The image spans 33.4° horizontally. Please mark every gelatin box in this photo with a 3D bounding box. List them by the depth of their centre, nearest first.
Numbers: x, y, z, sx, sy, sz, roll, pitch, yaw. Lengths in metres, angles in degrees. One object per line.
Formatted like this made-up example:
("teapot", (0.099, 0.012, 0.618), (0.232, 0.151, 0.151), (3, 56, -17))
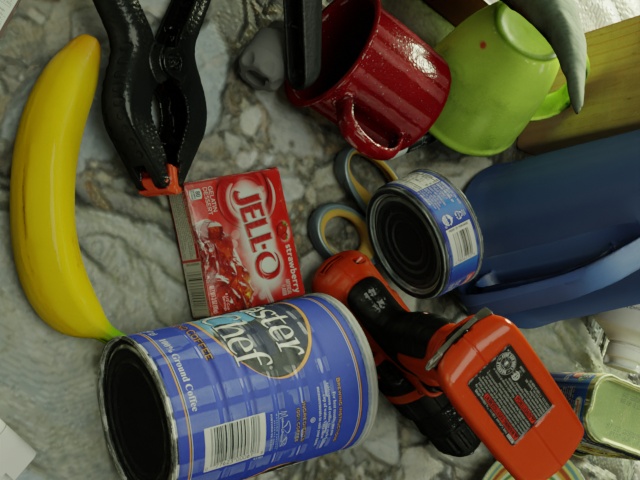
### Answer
("gelatin box", (-0.055, 0.001, 0.701), (0.073, 0.030, 0.089), (-12, 93, -33))

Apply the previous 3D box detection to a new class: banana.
("banana", (-0.155, -0.027, 0.639), (0.069, 0.037, 0.198), (-5, 91, -57))

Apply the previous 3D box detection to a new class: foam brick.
("foam brick", (0.124, -0.207, 0.822), (0.053, 0.051, 0.078), (31, 70, -27))

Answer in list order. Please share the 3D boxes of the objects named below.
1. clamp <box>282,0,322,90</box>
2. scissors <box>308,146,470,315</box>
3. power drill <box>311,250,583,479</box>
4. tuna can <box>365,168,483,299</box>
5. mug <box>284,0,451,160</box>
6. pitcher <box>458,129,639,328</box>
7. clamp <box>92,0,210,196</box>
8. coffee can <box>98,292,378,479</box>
("clamp", (-0.029, -0.218, 0.657), (0.164, 0.036, 0.210), (23, 90, -38))
("scissors", (0.062, 0.024, 0.783), (0.096, 0.016, 0.201), (-42, 108, -26))
("power drill", (0.084, 0.093, 0.690), (0.057, 0.188, 0.184), (-44, 111, -13))
("tuna can", (0.069, -0.003, 0.728), (0.033, 0.086, 0.086), (-25, 99, -29))
("mug", (0.035, -0.103, 0.728), (0.081, 0.093, 0.117), (31, 41, -32))
("pitcher", (0.216, -0.011, 0.747), (0.144, 0.243, 0.149), (20, 69, -31))
("clamp", (-0.110, -0.116, 0.659), (0.120, 0.039, 0.171), (10, 78, -46))
("coffee can", (-0.050, 0.094, 0.652), (0.140, 0.103, 0.103), (-10, 91, -33))
